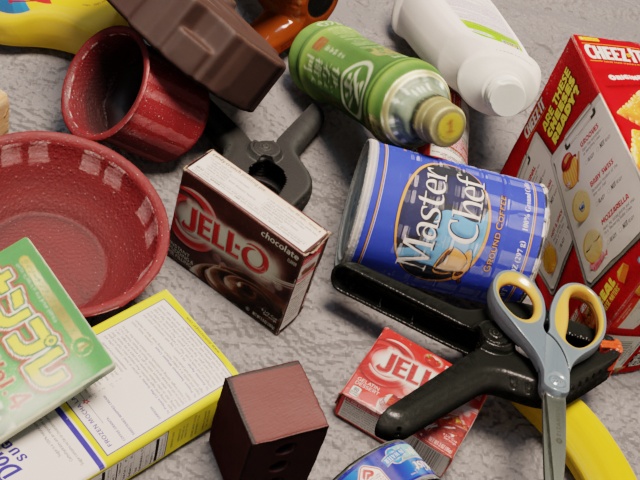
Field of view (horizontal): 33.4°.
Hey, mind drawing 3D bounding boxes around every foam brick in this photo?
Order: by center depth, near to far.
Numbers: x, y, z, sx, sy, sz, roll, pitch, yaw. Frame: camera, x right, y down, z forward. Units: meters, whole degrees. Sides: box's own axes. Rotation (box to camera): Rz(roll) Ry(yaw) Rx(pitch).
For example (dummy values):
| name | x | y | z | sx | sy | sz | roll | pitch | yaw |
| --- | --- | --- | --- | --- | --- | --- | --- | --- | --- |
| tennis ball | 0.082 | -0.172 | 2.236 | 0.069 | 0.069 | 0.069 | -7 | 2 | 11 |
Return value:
| name | x | y | z | sx | sy | sz | roll | pitch | yaw |
| --- | --- | --- | --- | --- | --- | --- | --- | --- | --- |
| foam brick | -0.035 | 0.122 | 0.677 | 0.052 | 0.078 | 0.051 | -11 | 54 | -23 |

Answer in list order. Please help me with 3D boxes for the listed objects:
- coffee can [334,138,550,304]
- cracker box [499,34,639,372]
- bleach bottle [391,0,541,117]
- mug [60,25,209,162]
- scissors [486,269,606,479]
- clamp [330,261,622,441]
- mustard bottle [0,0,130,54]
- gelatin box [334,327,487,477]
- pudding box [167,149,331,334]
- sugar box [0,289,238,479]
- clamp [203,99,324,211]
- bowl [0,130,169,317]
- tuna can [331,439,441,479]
| name | x | y | z | sx | sy | sz | roll | pitch | yaw |
| --- | --- | --- | --- | --- | --- | --- | --- | --- | --- |
| coffee can | 0.091 | -0.011 | 0.819 | 0.140 | 0.103 | 0.102 | 14 | 46 | -4 |
| cracker box | 0.225 | -0.029 | 0.834 | 0.072 | 0.164 | 0.214 | 3 | 48 | -17 |
| bleach bottle | 0.129 | -0.168 | 0.941 | 0.102 | 0.068 | 0.251 | 15 | 25 | -11 |
| mug | -0.149 | -0.115 | 0.842 | 0.117 | 0.093 | 0.081 | 33 | 6 | 37 |
| scissors | 0.139 | 0.084 | 0.708 | 0.096 | 0.016 | 0.201 | 28 | 41 | 9 |
| clamp | 0.114 | 0.084 | 0.739 | 0.210 | 0.036 | 0.164 | 9 | 36 | -10 |
| mustard bottle | -0.255 | -0.208 | 0.926 | 0.191 | 0.058 | 0.096 | 7 | 52 | -10 |
| gelatin box | 0.065 | 0.111 | 0.750 | 0.089 | 0.030 | 0.073 | 30 | 47 | 11 |
| pudding box | -0.055 | 0.001 | 0.773 | 0.113 | 0.090 | 0.039 | 34 | 47 | 14 |
| sugar box | -0.144 | 0.109 | 0.679 | 0.176 | 0.048 | 0.093 | -29 | 62 | -31 |
| clamp | -0.039 | -0.067 | 0.876 | 0.120 | 0.039 | 0.171 | -6 | 48 | -15 |
| bowl | -0.190 | 0.000 | 0.749 | 0.162 | 0.055 | 0.162 | 11 | 51 | -15 |
| tuna can | 0.031 | 0.162 | 0.655 | 0.086 | 0.086 | 0.034 | -23 | 57 | -33 |
